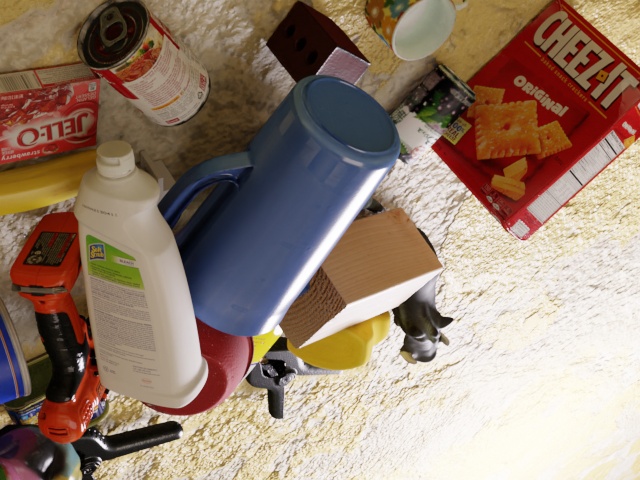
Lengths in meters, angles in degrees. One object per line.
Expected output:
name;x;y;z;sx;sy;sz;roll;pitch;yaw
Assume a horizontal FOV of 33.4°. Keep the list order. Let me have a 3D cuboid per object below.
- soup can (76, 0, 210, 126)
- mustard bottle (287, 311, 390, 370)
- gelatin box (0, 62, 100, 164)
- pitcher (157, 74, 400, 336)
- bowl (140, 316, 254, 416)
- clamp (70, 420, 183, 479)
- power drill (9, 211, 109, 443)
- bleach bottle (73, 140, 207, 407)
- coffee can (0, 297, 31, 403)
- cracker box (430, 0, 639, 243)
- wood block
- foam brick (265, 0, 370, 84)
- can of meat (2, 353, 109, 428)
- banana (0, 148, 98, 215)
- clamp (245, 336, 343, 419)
soup can;-0.144;-0.146;0.886;0.068;0.068;0.102;-40;146;5
mustard bottle;0.033;0.099;1.287;0.191;0.096;0.058;-35;132;-69
gelatin box;-0.230;-0.106;0.891;0.089;0.030;0.073;-14;140;-29
pitcher;-0.043;-0.033;0.964;0.243;0.145;0.149;-51;173;37
bowl;-0.150;0.141;1.178;0.162;0.055;0.162;-5;125;-8
clamp;-0.284;0.267;1.276;0.209;0.036;0.165;17;119;-47
power drill;-0.232;0.069;1.015;0.057;0.184;0.188;0;125;6
bleach bottle;-0.159;0.029;0.934;0.068;0.103;0.251;-58;155;-50
coffee can;-0.352;0.118;0.985;0.140;0.103;0.103;-19;142;-23
cracker box;0.236;-0.131;1.149;0.214;0.164;0.072;-44;147;11
wood block;0.033;0.037;1.175;0.090;0.091;0.205;-43;165;33
foam brick;-0.003;-0.170;0.972;0.051;0.078;0.053;17;118;-47
can of meat;-0.286;0.167;1.141;0.102;0.057;0.084;-25;142;-15
banana;-0.260;-0.050;0.915;0.197;0.037;0.070;-17;158;-13
clamp;-0.054;0.173;1.365;0.120;0.039;0.171;-48;138;9
